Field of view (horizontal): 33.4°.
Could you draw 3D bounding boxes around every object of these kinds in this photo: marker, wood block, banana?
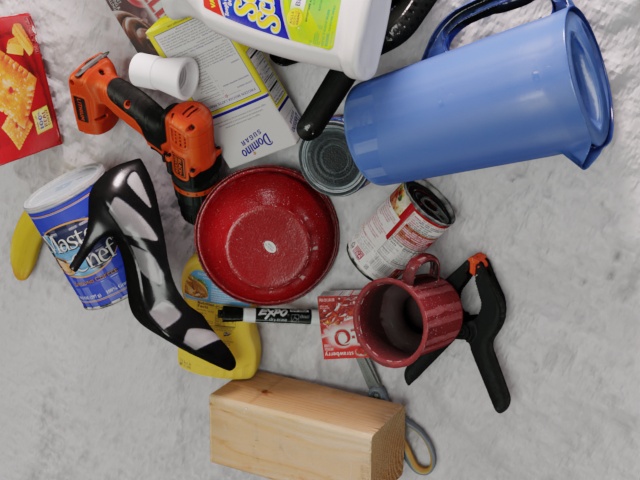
[{"bbox_3d":[-0.056,0.085,1.207,0.121,0.020,0.020,3,110,-10],"label":"marker"},{"bbox_3d":[-0.016,0.220,1.214,0.206,0.090,0.090,10,110,28],"label":"wood block"},{"bbox_3d":[-0.335,-0.023,1.318,0.198,0.037,0.069,-36,90,28],"label":"banana"}]

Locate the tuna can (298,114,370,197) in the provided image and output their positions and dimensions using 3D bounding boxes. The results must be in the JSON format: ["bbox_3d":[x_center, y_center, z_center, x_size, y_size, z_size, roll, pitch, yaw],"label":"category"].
[{"bbox_3d":[0.020,-0.090,1.143,0.086,0.033,0.086,7,109,21],"label":"tuna can"}]

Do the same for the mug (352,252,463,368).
[{"bbox_3d":[0.096,0.068,1.104,0.093,0.081,0.117,22,110,36],"label":"mug"}]

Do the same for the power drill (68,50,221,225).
[{"bbox_3d":[-0.191,-0.114,1.193,0.188,0.057,0.184,32,146,18],"label":"power drill"}]

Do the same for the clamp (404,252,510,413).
[{"bbox_3d":[0.164,0.101,1.138,0.120,0.039,0.171,21,113,15],"label":"clamp"}]

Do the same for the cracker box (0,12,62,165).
[{"bbox_3d":[-0.393,-0.162,1.198,0.072,0.213,0.164,-4,105,24],"label":"cracker box"}]

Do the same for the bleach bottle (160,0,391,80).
[{"bbox_3d":[-0.062,-0.224,1.020,0.251,0.068,0.102,14,95,21],"label":"bleach bottle"}]

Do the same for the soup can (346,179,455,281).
[{"bbox_3d":[0.083,-0.009,1.122,0.068,0.068,0.102,45,118,5],"label":"soup can"}]

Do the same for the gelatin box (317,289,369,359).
[{"bbox_3d":[0.045,0.092,1.183,0.089,0.030,0.073,-4,100,16],"label":"gelatin box"}]

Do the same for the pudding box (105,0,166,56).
[{"bbox_3d":[-0.172,-0.248,1.166,0.090,0.039,0.113,-24,106,28],"label":"pudding box"}]

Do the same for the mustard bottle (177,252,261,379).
[{"bbox_3d":[-0.113,0.063,1.235,0.096,0.058,0.192,8,110,10],"label":"mustard bottle"}]

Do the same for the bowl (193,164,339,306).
[{"bbox_3d":[-0.058,0.001,1.159,0.162,0.055,0.162,-1,103,-3],"label":"bowl"}]

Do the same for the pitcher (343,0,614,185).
[{"bbox_3d":[0.147,-0.139,1.027,0.243,0.149,0.145,-12,125,29],"label":"pitcher"}]

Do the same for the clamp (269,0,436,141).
[{"bbox_3d":[0.040,-0.196,1.056,0.210,0.164,0.036,-33,131,21],"label":"clamp"}]

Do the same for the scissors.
[{"bbox_3d":[0.056,0.192,1.227,0.096,0.016,0.202,-37,89,29],"label":"scissors"}]

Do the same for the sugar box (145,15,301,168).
[{"bbox_3d":[-0.098,-0.170,1.137,0.093,0.048,0.176,-17,119,29],"label":"sugar box"}]

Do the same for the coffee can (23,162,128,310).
[{"bbox_3d":[-0.264,-0.005,1.239,0.103,0.102,0.140,-15,114,27],"label":"coffee can"}]
